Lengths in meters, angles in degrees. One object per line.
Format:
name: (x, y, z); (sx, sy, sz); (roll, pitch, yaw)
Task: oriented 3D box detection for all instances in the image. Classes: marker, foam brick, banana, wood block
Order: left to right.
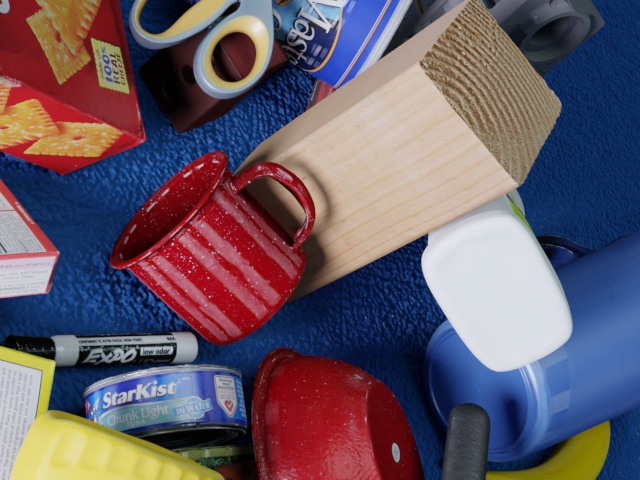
marker: (-0.123, 0.062, 0.600); (0.120, 0.020, 0.020); (3, 67, -42)
foam brick: (-0.071, -0.114, 0.698); (0.051, 0.078, 0.053); (-34, 91, -46)
wood block: (0.033, -0.049, 0.665); (0.090, 0.207, 0.090); (48, 45, -13)
banana: (0.173, 0.168, 0.803); (0.197, 0.037, 0.069); (-9, 75, -45)

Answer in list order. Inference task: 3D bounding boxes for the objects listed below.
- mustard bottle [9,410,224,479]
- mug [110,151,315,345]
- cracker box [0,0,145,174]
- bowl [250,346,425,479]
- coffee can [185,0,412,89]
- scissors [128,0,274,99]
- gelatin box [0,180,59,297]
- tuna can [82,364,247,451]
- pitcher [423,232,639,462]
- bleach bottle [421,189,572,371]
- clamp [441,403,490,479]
mustard bottle: (-0.119, 0.181, 0.482); (0.096, 0.058, 0.191); (28, 77, -32)
mug: (-0.054, 0.001, 0.630); (0.081, 0.117, 0.093); (46, 18, -22)
cracker box: (-0.185, -0.141, 0.554); (0.213, 0.072, 0.164); (25, 49, -65)
bowl: (0.020, 0.133, 0.621); (0.162, 0.055, 0.162); (-90, 155, -47)
coffee can: (-0.014, -0.178, 0.738); (0.140, 0.103, 0.102); (29, 50, -7)
scissors: (-0.022, -0.160, 0.659); (0.201, 0.016, 0.096); (-31, 91, -16)
gelatin box: (-0.189, 0.000, 0.540); (0.089, 0.030, 0.073); (-6, 39, -44)
tuna can: (-0.083, 0.093, 0.572); (0.085, 0.086, 0.034); (7, 66, -40)
pitcher: (0.186, 0.074, 0.811); (0.242, 0.149, 0.145); (-14, 93, -42)
bleach bottle: (0.111, -0.013, 0.732); (0.102, 0.068, 0.250); (58, 14, -18)
clamp: (0.071, 0.188, 0.577); (0.210, 0.036, 0.164); (-47, 144, -81)
